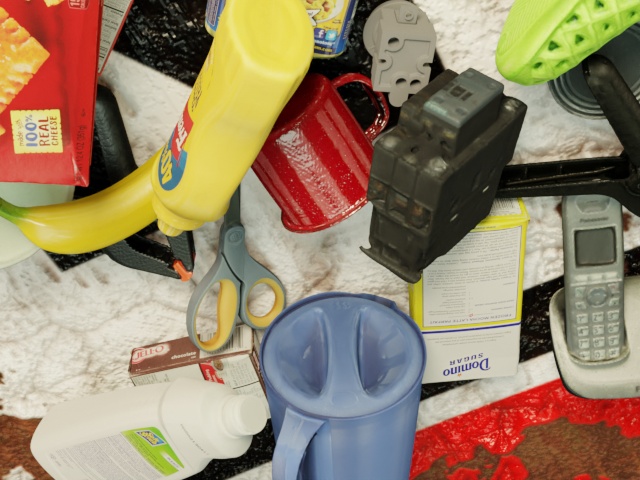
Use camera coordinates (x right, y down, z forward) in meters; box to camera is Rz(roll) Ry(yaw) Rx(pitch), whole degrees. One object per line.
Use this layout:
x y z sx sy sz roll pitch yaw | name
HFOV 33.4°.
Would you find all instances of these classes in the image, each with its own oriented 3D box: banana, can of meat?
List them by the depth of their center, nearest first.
-0.022 -0.172 0.702 0.102 0.057 0.084 9 129 -10 | can of meat
-0.131 -0.042 0.759 0.197 0.037 0.069 -31 136 -19 | banana

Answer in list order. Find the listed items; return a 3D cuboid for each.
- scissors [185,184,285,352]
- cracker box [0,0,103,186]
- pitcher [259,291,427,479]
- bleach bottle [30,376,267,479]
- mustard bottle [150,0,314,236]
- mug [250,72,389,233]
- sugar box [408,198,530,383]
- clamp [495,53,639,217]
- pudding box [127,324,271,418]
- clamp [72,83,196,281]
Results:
-0.056 0.001 0.856 0.096 0.016 0.202 2 116 -35 | scissors
-0.236 -0.121 0.617 0.213 0.072 0.164 2 116 -16 | cracker box
0.016 0.176 0.918 0.149 0.145 0.243 -15 135 -13 | pitcher
-0.134 0.165 0.889 0.251 0.068 0.102 -18 124 42 | bleach bottle
-0.067 -0.069 0.695 0.058 0.096 0.192 16 134 -18 | mustard bottle
-0.001 -0.073 0.768 0.117 0.093 0.081 -40 119 -9 | mug
0.119 0.042 0.886 0.093 0.048 0.176 -4 132 -1 | sugar box
0.229 -0.051 0.794 0.209 0.036 0.165 20 147 -20 | clamp
-0.102 0.126 0.941 0.113 0.039 0.090 -11 129 8 | pudding box
-0.150 -0.038 0.810 0.171 0.039 0.120 36 123 -24 | clamp
